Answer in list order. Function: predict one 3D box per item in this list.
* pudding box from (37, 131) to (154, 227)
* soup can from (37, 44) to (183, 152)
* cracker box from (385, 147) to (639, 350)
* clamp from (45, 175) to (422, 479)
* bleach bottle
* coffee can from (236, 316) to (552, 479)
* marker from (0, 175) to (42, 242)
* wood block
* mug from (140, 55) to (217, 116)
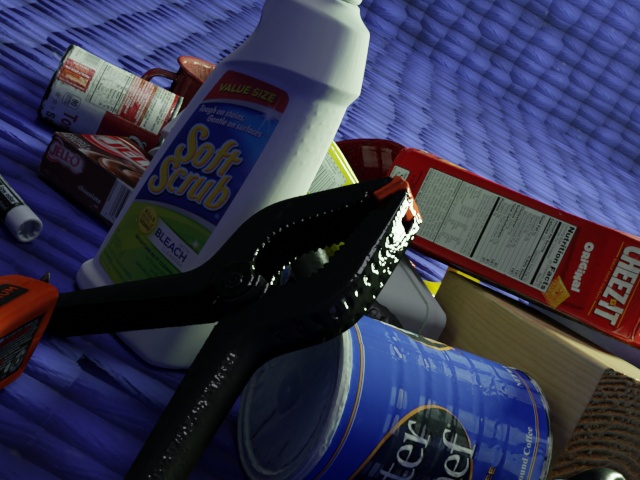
[{"bbox_3d":[-0.137,-0.037,0.789,0.113,0.039,0.089,37,17,19],"label":"pudding box"},{"bbox_3d":[-0.174,-0.111,0.888,0.102,0.068,0.068,26,18,-11],"label":"soup can"},{"bbox_3d":[0.164,0.012,0.780,0.214,0.072,0.164,25,2,33],"label":"cracker box"},{"bbox_3d":[-0.038,0.040,0.531,0.165,0.210,0.036,61,-2,48],"label":"clamp"},{"bbox_3d":[-0.048,-0.052,0.615,0.067,0.251,0.103,7,28,-51],"label":"bleach bottle"},{"bbox_3d":[0.040,0.100,0.584,0.140,0.103,0.103,21,19,-26],"label":"coffee can"},{"bbox_3d":[-0.219,-0.039,0.699,0.020,0.020,0.121,7,28,-51],"label":"marker"},{"bbox_3d":[0.141,0.100,0.690,0.090,0.091,0.206,24,5,-22],"label":"wood block"},{"bbox_3d":[-0.115,-0.113,0.964,0.117,0.081,0.093,21,20,-27],"label":"mug"}]
